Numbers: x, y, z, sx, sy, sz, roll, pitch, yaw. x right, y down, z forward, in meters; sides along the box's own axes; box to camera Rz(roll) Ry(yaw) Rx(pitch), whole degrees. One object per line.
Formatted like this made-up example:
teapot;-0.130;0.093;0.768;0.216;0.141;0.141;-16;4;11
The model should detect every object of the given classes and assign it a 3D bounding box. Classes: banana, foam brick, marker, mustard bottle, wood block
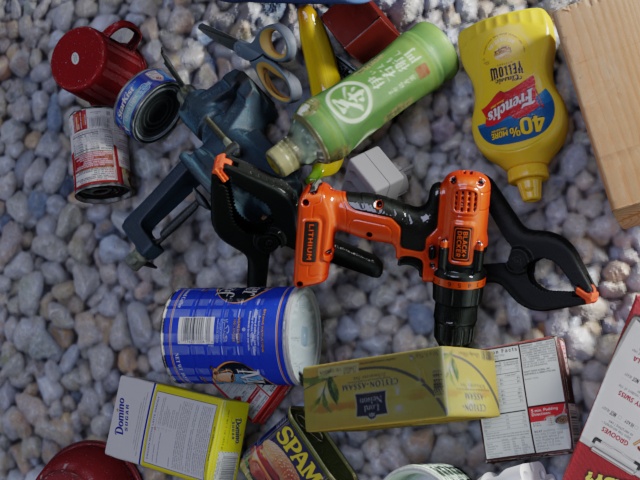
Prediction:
banana;0.003;-0.154;1.160;0.037;0.069;0.198;-6;84;16
foam brick;0.045;-0.229;1.154;0.053;0.078;0.051;-39;69;13
marker;0.046;-0.174;1.176;0.121;0.020;0.020;41;98;25
mustard bottle;0.199;-0.132;1.077;0.096;0.058;0.191;-12;76;22
wood block;0.297;-0.127;1.015;0.091;0.090;0.206;-18;73;19

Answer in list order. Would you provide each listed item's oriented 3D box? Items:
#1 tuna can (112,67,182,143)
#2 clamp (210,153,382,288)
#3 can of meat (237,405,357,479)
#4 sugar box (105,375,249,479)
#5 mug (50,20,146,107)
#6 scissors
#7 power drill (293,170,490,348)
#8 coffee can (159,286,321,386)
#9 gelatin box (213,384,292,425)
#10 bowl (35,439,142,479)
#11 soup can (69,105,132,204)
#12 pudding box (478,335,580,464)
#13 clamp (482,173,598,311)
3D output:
tuna can;-0.198;-0.156;1.247;0.034;0.086;0.086;37;96;24
clamp;-0.057;0.001;1.115;0.165;0.210;0.036;-32;28;21
can of meat;-0.026;0.238;1.111;0.084;0.057;0.102;-43;66;14
sugar box;-0.158;0.205;1.158;0.177;0.048;0.093;5;82;45
mug;-0.262;-0.217;1.289;0.117;0.081;0.093;-46;66;10
scissors;-0.081;-0.229;1.205;0.202;0.016;0.096;47;142;32
power drill;0.070;0.017;1.049;0.187;0.057;0.184;5;104;6
coffee can;-0.080;0.098;1.103;0.140;0.102;0.103;-2;79;19
gelatin box;-0.074;0.145;1.164;0.089;0.030;0.073;39;96;26
bowl;-0.279;0.308;1.212;0.162;0.055;0.162;-5;78;24
soup can;-0.263;-0.102;1.275;0.069;0.068;0.102;-14;74;21
pudding box;0.198;0.155;1.035;0.090;0.039;0.113;-13;73;23
clamp;0.198;0.009;1.058;0.172;0.039;0.120;19;106;24
